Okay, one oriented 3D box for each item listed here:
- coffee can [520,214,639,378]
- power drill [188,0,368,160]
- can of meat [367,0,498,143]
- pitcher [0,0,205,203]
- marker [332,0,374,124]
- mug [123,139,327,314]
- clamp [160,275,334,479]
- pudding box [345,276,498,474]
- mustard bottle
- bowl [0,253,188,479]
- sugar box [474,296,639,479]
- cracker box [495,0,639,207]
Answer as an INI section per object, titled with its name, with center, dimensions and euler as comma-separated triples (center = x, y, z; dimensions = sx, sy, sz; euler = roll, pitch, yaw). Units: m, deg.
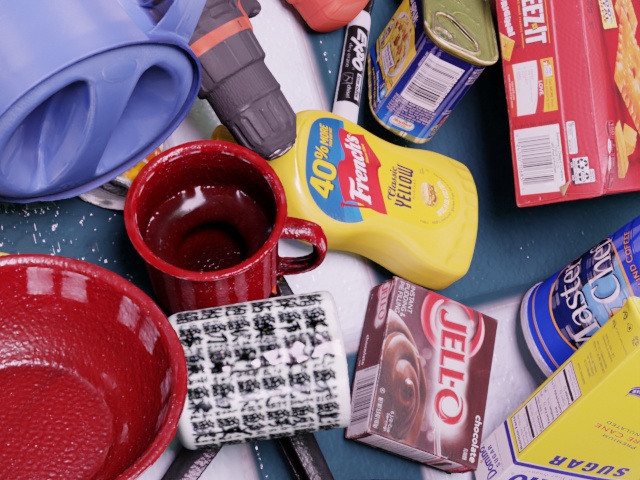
[coffee can]
center = 0.226, 0.042, 0.753
dimensions = 0.102, 0.141, 0.103
euler = 22, 47, -26
[power drill]
center = -0.040, -0.155, 0.694
dimensions = 0.184, 0.057, 0.187
euler = 58, 36, -5
[can of meat]
center = 0.075, -0.131, 0.750
dimensions = 0.057, 0.084, 0.102
euler = 21, 42, -18
[pitcher]
center = -0.172, -0.155, 0.583
dimensions = 0.149, 0.145, 0.243
euler = -28, 73, -21
[marker]
center = 0.025, -0.137, 0.781
dimensions = 0.020, 0.020, 0.121
euler = 18, 68, -23
[mug]
center = -0.054, 0.001, 0.641
dimensions = 0.117, 0.081, 0.093
euler = 2, 61, 0
[clamp]
center = -0.030, 0.104, 0.668
dimensions = 0.120, 0.039, 0.171
euler = 19, 69, -18
[pudding box]
center = 0.070, 0.092, 0.727
dimensions = 0.090, 0.039, 0.113
euler = 23, 66, -22
[mustard bottle]
center = 0.015, -0.037, 0.724
dimensions = 0.191, 0.058, 0.096
euler = 19, 59, -22
[bowl]
center = -0.152, 0.084, 0.552
dimensions = 0.162, 0.055, 0.162
euler = 7, 46, -8
[sugar box]
center = 0.188, 0.120, 0.706
dimensions = 0.093, 0.176, 0.048
euler = 22, 33, -20
[cracker box]
center = 0.212, -0.115, 0.788
dimensions = 0.213, 0.072, 0.164
euler = -8, 92, -52
